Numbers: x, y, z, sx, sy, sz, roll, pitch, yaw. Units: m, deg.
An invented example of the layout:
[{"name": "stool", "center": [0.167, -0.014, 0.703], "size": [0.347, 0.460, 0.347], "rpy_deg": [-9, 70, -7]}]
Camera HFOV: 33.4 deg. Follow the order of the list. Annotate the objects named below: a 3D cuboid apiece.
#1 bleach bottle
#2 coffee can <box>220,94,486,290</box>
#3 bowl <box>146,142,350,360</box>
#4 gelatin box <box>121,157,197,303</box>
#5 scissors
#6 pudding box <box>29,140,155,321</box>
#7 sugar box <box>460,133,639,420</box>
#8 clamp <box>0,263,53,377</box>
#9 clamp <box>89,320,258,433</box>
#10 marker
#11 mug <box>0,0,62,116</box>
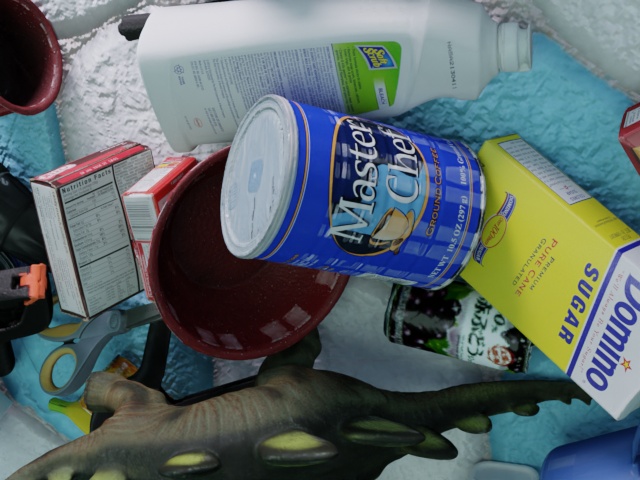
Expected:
[{"name": "bleach bottle", "center": [0.012, -0.113, 0.703], "size": [0.251, 0.068, 0.102], "rpy_deg": [-1, 138, 15]}, {"name": "coffee can", "center": [0.020, -0.028, 0.685], "size": [0.140, 0.103, 0.103], "rpy_deg": [11, 125, -25]}, {"name": "bowl", "center": [-0.055, 0.001, 0.759], "size": [0.055, 0.161, 0.162], "rpy_deg": [32, 135, 56]}, {"name": "gelatin box", "center": [-0.111, -0.009, 0.798], "size": [0.030, 0.073, 0.089], "rpy_deg": [0, 116, 22]}, {"name": "scissors", "center": [-0.167, 0.083, 0.847], "size": [0.202, 0.016, 0.096], "rpy_deg": [3, 81, 41]}, {"name": "pudding box", "center": [-0.162, -0.008, 0.804], "size": [0.039, 0.089, 0.113], "rpy_deg": [14, 122, 42]}, {"name": "sugar box", "center": [0.157, 0.021, 0.689], "size": [0.176, 0.048, 0.093], "rpy_deg": [45, 127, 27]}, {"name": "clamp", "center": [-0.285, 0.063, 0.843], "size": [0.164, 0.036, 0.210], "rpy_deg": [12, 152, -35]}, {"name": "clamp", "center": [-0.118, 0.134, 0.856], "size": [0.120, 0.039, 0.171], "rpy_deg": [33, 91, 3]}, {"name": "marker", "center": [-0.089, -0.156, 0.748], "size": [0.121, 0.020, 0.020], "rpy_deg": [-4, 113, 23]}, {"name": "mug", "center": [-0.253, -0.141, 0.783], "size": [0.082, 0.093, 0.117], "rpy_deg": [-10, 92, 29]}]
